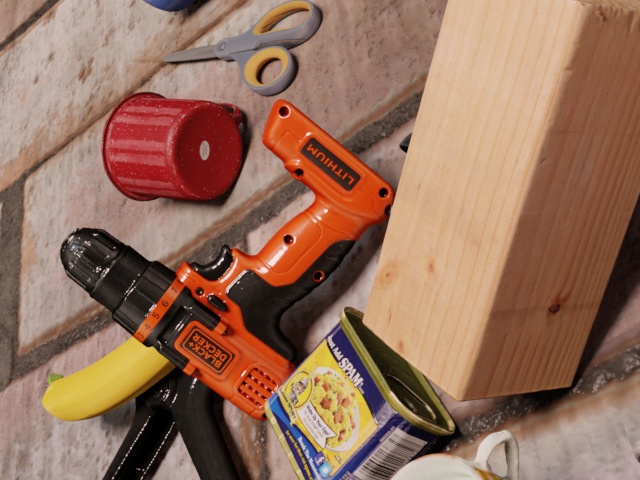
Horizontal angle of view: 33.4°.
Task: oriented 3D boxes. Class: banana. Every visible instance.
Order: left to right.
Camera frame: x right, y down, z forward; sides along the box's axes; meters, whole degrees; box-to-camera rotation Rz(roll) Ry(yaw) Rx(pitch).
[{"bbox_3d":[-0.145,0.088,0.782,0.198,0.037,0.069,-29,44,27],"label":"banana"}]

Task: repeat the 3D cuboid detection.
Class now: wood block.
[{"bbox_3d":[0.104,-0.030,0.559,0.090,0.090,0.206,38,122,48],"label":"wood block"}]

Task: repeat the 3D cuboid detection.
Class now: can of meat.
[{"bbox_3d":[0.020,0.106,0.650,0.084,0.057,0.102,-49,41,14],"label":"can of meat"}]

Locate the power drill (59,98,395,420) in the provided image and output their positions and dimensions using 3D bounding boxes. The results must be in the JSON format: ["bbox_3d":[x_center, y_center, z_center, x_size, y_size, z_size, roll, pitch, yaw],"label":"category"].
[{"bbox_3d":[-0.055,0.001,0.712,0.188,0.184,0.057,-52,7,4],"label":"power drill"}]

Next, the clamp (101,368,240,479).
[{"bbox_3d":[-0.099,0.118,0.775,0.165,0.036,0.210,-14,54,41],"label":"clamp"}]

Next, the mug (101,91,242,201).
[{"bbox_3d":[-0.111,-0.081,0.882,0.082,0.093,0.117,8,36,42],"label":"mug"}]

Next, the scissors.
[{"bbox_3d":[-0.080,-0.154,0.940,0.202,0.016,0.096,-15,56,39],"label":"scissors"}]
